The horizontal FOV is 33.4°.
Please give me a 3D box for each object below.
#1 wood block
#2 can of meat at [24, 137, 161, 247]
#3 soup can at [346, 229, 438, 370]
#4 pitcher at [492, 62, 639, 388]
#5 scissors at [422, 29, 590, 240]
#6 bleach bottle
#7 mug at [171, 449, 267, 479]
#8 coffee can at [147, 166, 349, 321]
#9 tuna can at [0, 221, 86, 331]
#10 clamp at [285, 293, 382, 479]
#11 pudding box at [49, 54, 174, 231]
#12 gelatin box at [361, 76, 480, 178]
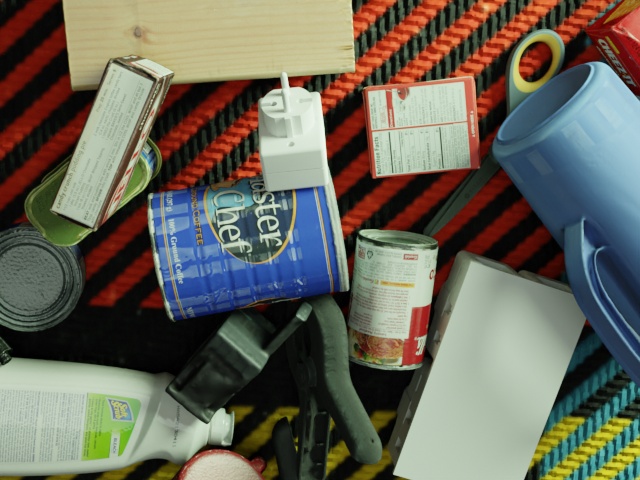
[{"bbox_3d":[-0.082,-0.167,0.804,0.206,0.090,0.091,-4,102,-4],"label":"wood block"},{"bbox_3d":[-0.175,-0.045,0.824,0.102,0.084,0.057,-39,101,4],"label":"can of meat"},{"bbox_3d":[0.057,0.047,0.867,0.068,0.068,0.102,5,100,-5],"label":"soup can"},{"bbox_3d":[0.241,-0.009,0.824,0.145,0.149,0.242,-40,103,10],"label":"pitcher"},{"bbox_3d":[0.144,-0.094,0.872,0.202,0.016,0.096,-34,100,3],"label":"scissors"},{"bbox_3d":[-0.198,0.151,0.873,0.250,0.068,0.102,6,102,-8],"label":"bleach bottle"},{"bbox_3d":[-0.084,0.217,0.871,0.093,0.117,0.082,46,136,10],"label":"mug"},{"bbox_3d":[-0.055,0.001,0.832,0.140,0.103,0.103,-10,102,-2],"label":"coffee can"},{"bbox_3d":[-0.233,0.028,0.860,0.086,0.034,0.086,-1,101,-4],"label":"tuna can"},{"bbox_3d":[-0.002,0.117,0.863,0.039,0.120,0.171,5,57,-31],"label":"clamp"},{"bbox_3d":[-0.141,-0.069,0.730,0.039,0.090,0.113,21,101,-6],"label":"pudding box"},{"bbox_3d":[0.081,-0.091,0.855,0.089,0.030,0.073,-5,100,7],"label":"gelatin box"}]
